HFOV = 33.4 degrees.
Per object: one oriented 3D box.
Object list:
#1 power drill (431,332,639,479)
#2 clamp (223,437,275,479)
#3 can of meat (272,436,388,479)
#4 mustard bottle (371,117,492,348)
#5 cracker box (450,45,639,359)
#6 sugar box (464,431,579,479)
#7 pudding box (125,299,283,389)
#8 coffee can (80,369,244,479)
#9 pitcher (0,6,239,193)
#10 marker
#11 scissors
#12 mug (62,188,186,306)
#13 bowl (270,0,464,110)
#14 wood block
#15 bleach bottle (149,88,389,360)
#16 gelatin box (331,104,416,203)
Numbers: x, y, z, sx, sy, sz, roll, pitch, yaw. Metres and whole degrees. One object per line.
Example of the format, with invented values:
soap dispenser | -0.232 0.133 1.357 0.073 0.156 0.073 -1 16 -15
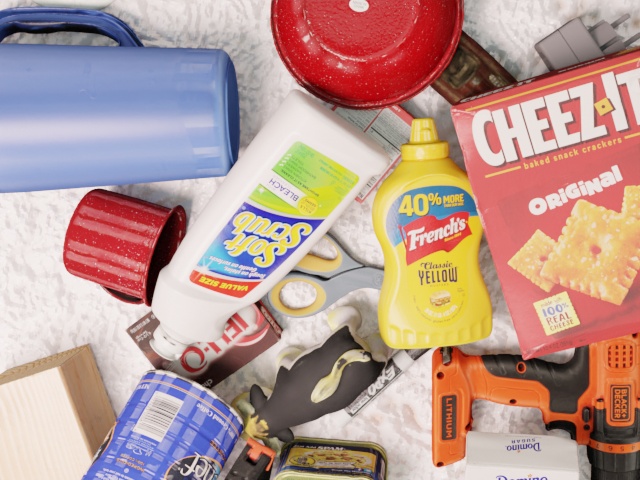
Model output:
power drill | 0.191 0.159 0.938 0.187 0.057 0.184 -2 101 5
clamp | -0.094 0.272 0.924 0.036 0.164 0.210 26 105 17
can of meat | 0.008 0.218 0.951 0.102 0.084 0.057 4 99 5
mustard bottle | 0.093 -0.008 0.905 0.096 0.058 0.191 -5 98 -4
cracker box | 0.211 -0.029 0.842 0.164 0.072 0.214 -15 98 17
sugar box | 0.169 0.241 0.920 0.093 0.048 0.176 3 124 7
pudding box | -0.104 0.081 0.964 0.113 0.039 0.090 -36 95 11
coffee can | -0.140 0.195 0.900 0.103 0.103 0.140 28 61 1
pitcher | -0.194 -0.115 0.908 0.243 0.145 0.149 -1 113 2
marker | 0.057 0.124 0.964 0.121 0.020 0.020 -43 92 10
scissors | 0.039 0.049 0.957 0.202 0.016 0.096 25 102 2
mug | -0.174 0.011 0.945 0.081 0.093 0.117 17 136 8
bowl | 0.035 -0.187 0.857 0.162 0.055 0.162 0 93 7
wood block | -0.229 0.212 0.972 0.091 0.090 0.206 -18 96 8
bleach bottle | -0.056 0.001 0.897 0.102 0.068 0.251 31 104 -22
gelatin box | 0.035 -0.088 0.930 0.073 0.030 0.089 39 100 -2
